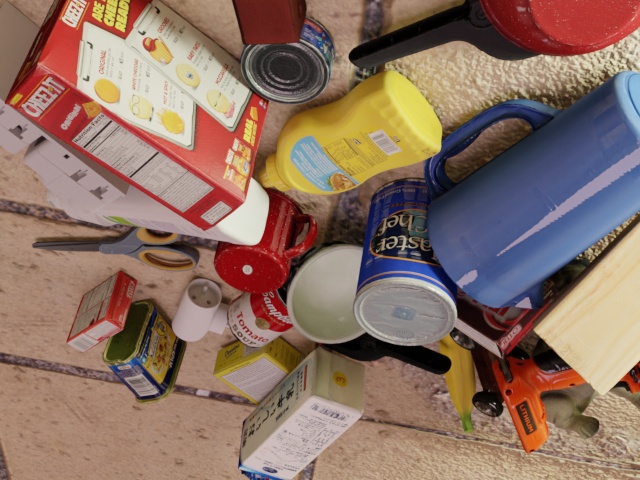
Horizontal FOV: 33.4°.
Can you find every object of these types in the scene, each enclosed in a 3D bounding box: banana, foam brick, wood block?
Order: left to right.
[{"bbox_3d":[-0.046,-0.215,0.919,0.051,0.053,0.078,0,139,13],"label":"foam brick"},{"bbox_3d":[0.165,0.137,1.266,0.037,0.070,0.198,-19,126,-6],"label":"banana"},{"bbox_3d":[0.304,0.039,1.005,0.090,0.090,0.206,44,97,8],"label":"wood block"}]

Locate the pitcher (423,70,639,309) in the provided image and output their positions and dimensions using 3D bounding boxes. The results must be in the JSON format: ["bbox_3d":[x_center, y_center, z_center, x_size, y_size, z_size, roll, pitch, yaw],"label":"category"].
[{"bbox_3d":[0.217,-0.056,0.997,0.149,0.145,0.243,22,136,-31],"label":"pitcher"}]

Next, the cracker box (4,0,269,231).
[{"bbox_3d":[-0.154,-0.130,0.956,0.213,0.164,0.072,34,133,-25],"label":"cracker box"}]

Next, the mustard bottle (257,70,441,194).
[{"bbox_3d":[0.016,-0.092,1.042,0.192,0.058,0.096,-22,133,32],"label":"mustard bottle"}]

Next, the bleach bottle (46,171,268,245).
[{"bbox_3d":[-0.184,-0.043,1.111,0.251,0.068,0.102,5,166,27],"label":"bleach bottle"}]

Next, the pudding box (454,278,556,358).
[{"bbox_3d":[0.177,0.059,1.118,0.114,0.090,0.039,33,159,42],"label":"pudding box"}]

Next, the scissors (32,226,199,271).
[{"bbox_3d":[-0.239,-0.005,1.234,0.201,0.016,0.096,11,138,1],"label":"scissors"}]

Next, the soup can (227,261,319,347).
[{"bbox_3d":[-0.055,0.076,1.245,0.068,0.068,0.102,32,136,-23],"label":"soup can"}]

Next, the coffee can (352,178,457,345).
[{"bbox_3d":[0.092,0.021,1.091,0.103,0.140,0.103,7,139,5],"label":"coffee can"}]

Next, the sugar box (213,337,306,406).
[{"bbox_3d":[-0.044,0.188,1.388,0.093,0.048,0.176,-26,130,33],"label":"sugar box"}]

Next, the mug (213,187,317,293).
[{"bbox_3d":[-0.058,0.001,1.148,0.117,0.081,0.093,-8,136,22],"label":"mug"}]

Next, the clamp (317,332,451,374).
[{"bbox_3d":[0.063,0.102,1.245,0.172,0.039,0.120,2,125,34],"label":"clamp"}]

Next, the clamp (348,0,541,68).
[{"bbox_3d":[0.132,-0.208,0.897,0.210,0.036,0.165,5,135,2],"label":"clamp"}]

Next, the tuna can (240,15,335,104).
[{"bbox_3d":[-0.030,-0.167,0.984,0.086,0.033,0.086,7,139,5],"label":"tuna can"}]

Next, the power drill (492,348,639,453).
[{"bbox_3d":[0.287,0.154,1.114,0.188,0.057,0.184,-23,113,7],"label":"power drill"}]

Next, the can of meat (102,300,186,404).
[{"bbox_3d":[-0.219,0.138,1.329,0.058,0.102,0.084,-12,133,25],"label":"can of meat"}]

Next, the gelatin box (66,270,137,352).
[{"bbox_3d":[-0.266,0.088,1.302,0.030,0.073,0.089,37,133,-28],"label":"gelatin box"}]

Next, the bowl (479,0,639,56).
[{"bbox_3d":[0.205,-0.207,0.839,0.162,0.055,0.162,1,126,1],"label":"bowl"}]
